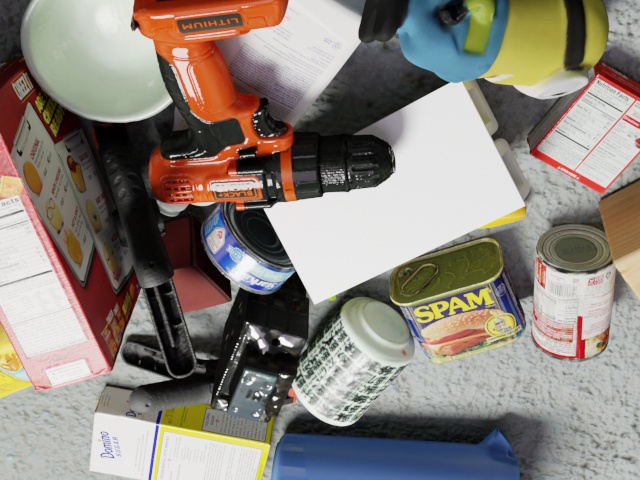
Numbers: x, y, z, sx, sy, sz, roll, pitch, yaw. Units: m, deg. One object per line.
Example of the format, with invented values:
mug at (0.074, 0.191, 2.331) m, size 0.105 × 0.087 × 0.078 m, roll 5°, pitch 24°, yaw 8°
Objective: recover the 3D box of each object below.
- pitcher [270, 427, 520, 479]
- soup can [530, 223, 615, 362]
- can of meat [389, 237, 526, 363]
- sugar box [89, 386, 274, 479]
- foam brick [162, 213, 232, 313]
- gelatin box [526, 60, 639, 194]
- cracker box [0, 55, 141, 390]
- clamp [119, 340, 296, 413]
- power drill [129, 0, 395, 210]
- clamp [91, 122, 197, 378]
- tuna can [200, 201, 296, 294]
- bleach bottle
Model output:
pitcher at (0.072, 0.268, 1.060) m, size 0.243 × 0.149 × 0.145 m, roll 5°, pitch 140°, yaw 3°
soup can at (0.217, 0.045, 0.919) m, size 0.068 × 0.068 × 0.102 m, roll -2°, pitch 127°, yaw 5°
can of meat at (0.123, 0.055, 0.941) m, size 0.102 × 0.057 × 0.084 m, roll -17°, pitch 127°, yaw 16°
sugar box at (-0.141, 0.206, 1.082) m, size 0.176 × 0.048 × 0.093 m, roll 13°, pitch 128°, yaw -2°
foam brick at (-0.116, 0.021, 0.916) m, size 0.051 × 0.053 × 0.078 m, roll -16°, pitch 149°, yaw 14°
gelatin box at (0.219, -0.089, 0.839) m, size 0.073 × 0.030 × 0.089 m, roll 26°, pitch 125°, yaw -14°
cracker box at (-0.213, -0.018, 0.808) m, size 0.072 × 0.164 × 0.213 m, roll -17°, pitch 112°, yaw 8°
clamp at (-0.108, 0.128, 1.002) m, size 0.171 × 0.120 × 0.039 m, roll 7°, pitch 112°, yaw -26°
power drill at (-0.045, -0.101, 0.747) m, size 0.184 × 0.057 × 0.187 m, roll -5°, pitch 133°, yaw 6°
clamp at (-0.138, -0.014, 0.813) m, size 0.036 × 0.210 × 0.164 m, roll -17°, pitch 157°, yaw -10°
tuna can at (-0.056, 0.001, 0.892) m, size 0.086 × 0.086 × 0.034 m, roll 33°, pitch 121°, yaw -20°
bleach bottle at (-0.066, -0.112, 0.821) m, size 0.102 × 0.068 × 0.251 m, roll 29°, pitch 126°, yaw -19°
